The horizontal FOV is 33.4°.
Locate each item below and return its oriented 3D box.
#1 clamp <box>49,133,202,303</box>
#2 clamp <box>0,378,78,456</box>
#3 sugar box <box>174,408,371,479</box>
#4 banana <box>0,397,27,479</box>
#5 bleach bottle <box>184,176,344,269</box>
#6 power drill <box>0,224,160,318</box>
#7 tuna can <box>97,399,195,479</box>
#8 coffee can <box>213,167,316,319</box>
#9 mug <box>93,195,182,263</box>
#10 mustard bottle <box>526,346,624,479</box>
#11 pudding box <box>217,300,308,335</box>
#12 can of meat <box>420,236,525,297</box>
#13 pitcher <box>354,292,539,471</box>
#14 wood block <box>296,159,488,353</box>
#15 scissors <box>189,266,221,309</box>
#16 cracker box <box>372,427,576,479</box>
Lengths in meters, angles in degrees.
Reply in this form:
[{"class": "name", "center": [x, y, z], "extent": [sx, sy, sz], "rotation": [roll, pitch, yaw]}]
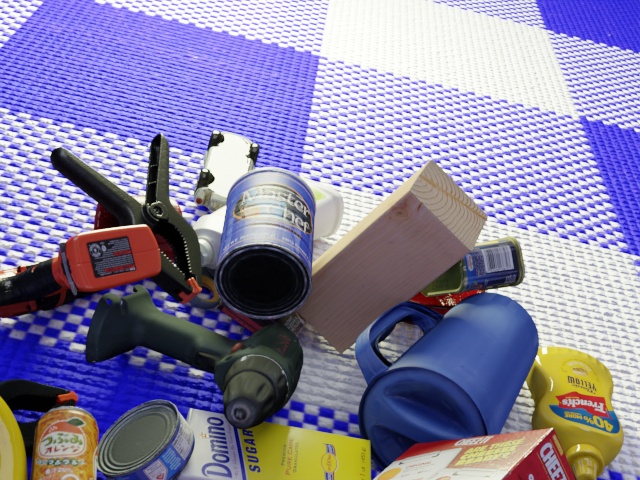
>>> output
[{"class": "clamp", "center": [-0.185, -0.030, 1.179], "extent": [0.210, 0.036, 0.164], "rotation": [56, 38, 5]}, {"class": "clamp", "center": [-0.303, 0.158, 0.953], "extent": [0.171, 0.039, 0.120], "rotation": [-18, 62, -47]}, {"class": "sugar box", "center": [-0.043, 0.211, 0.980], "extent": [0.176, 0.048, 0.093], "rotation": [13, 30, -6]}, {"class": "banana", "center": [-0.273, 0.198, 0.876], "extent": [0.069, 0.037, 0.198], "rotation": [12, 48, -36]}, {"class": "bleach bottle", "center": [-0.074, -0.014, 1.306], "extent": [0.103, 0.068, 0.250], "rotation": [23, 27, 23]}, {"class": "power drill", "center": [-0.249, 0.035, 1.081], "extent": [0.188, 0.057, 0.184], "rotation": [-19, -3, 40]}, {"class": "tuna can", "center": [-0.155, 0.184, 0.945], "extent": [0.086, 0.033, 0.086], "rotation": [-23, 30, 14]}, {"class": "coffee can", "center": [-0.058, 0.001, 1.156], "extent": [0.102, 0.103, 0.140], "rotation": [11, 37, -6]}, {"class": "mug", "center": [-0.216, -0.010, 1.248], "extent": [0.081, 0.093, 0.117], "rotation": [1, -4, -31]}, {"class": "mustard bottle", "center": [0.273, 0.192, 1.140], "extent": [0.096, 0.058, 0.191], "rotation": [18, 30, -4]}, {"class": "pudding box", "center": [-0.053, 0.065, 1.207], "extent": [0.090, 0.039, 0.113], "rotation": [36, 31, 2]}, {"class": "can of meat", "center": [0.167, 0.032, 1.214], "extent": [0.083, 0.057, 0.102], "rotation": [-7, -4, -28]}, {"class": "pitcher", "center": [0.137, 0.135, 1.101], "extent": [0.145, 0.149, 0.242], "rotation": [5, 21, 25]}, {"class": "wood block", "center": [0.070, 0.019, 1.154], "extent": [0.091, 0.206, 0.090], "rotation": [45, 33, -4]}, {"class": "scissors", "center": [-0.153, 0.027, 1.267], "extent": [0.096, 0.016, 0.202], "rotation": [-14, 41, -45]}, {"class": "cracker box", "center": [0.085, 0.239, 0.860], "extent": [0.213, 0.072, 0.164], "rotation": [-30, 8, -42]}]
